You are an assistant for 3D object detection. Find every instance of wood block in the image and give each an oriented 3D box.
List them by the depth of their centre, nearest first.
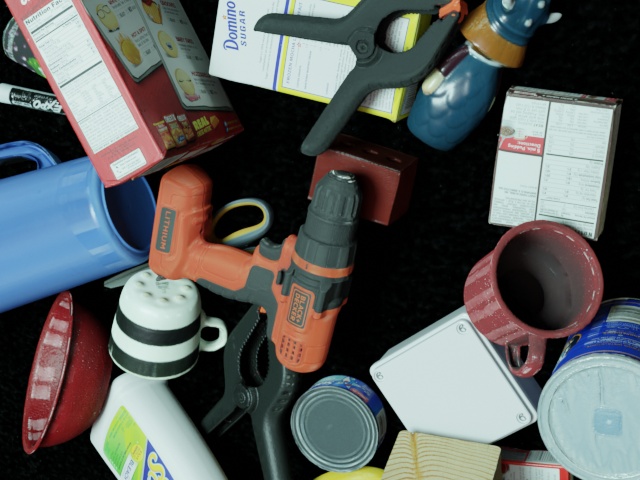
[{"bbox_3d":[0.105,0.273,0.915,0.090,0.090,0.206,7,128,20],"label":"wood block"}]

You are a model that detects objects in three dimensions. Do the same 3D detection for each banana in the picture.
[{"bbox_3d":[0.002,0.264,1.021,0.198,0.037,0.069,-36,89,26],"label":"banana"}]

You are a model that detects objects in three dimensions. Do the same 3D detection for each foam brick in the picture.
[{"bbox_3d":[0.037,-0.053,0.908,0.078,0.053,0.051,19,111,16],"label":"foam brick"}]

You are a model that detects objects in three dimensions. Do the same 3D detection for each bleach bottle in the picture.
[{"bbox_3d":[-0.121,0.239,0.997,0.251,0.067,0.103,45,123,31],"label":"bleach bottle"}]

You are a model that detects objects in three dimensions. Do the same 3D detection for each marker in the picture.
[{"bbox_3d":[-0.256,-0.132,1.024,0.121,0.020,0.020,13,109,19],"label":"marker"}]

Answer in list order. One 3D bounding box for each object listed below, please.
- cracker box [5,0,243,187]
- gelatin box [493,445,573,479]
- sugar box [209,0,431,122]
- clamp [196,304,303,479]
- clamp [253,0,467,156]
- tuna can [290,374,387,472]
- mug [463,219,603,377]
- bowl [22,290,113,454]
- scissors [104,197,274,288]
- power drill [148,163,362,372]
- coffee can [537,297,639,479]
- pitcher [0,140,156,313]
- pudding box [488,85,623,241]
[{"bbox_3d":[-0.169,-0.162,0.900,0.072,0.164,0.213,-26,94,24],"label":"cracker box"},{"bbox_3d":[0.177,0.221,0.942,0.089,0.030,0.073,1,106,22],"label":"gelatin box"},{"bbox_3d":[-0.002,-0.166,0.897,0.176,0.048,0.093,18,110,20],"label":"sugar box"},{"bbox_3d":[-0.055,0.153,0.991,0.165,0.036,0.210,32,112,40],"label":"clamp"},{"bbox_3d":[0.036,-0.139,0.839,0.172,0.039,0.120,-12,98,24],"label":"clamp"},{"bbox_3d":[0.018,0.169,0.989,0.086,0.033,0.086,6,107,21],"label":"tuna can"},{"bbox_3d":[0.164,0.051,0.847,0.093,0.082,0.117,6,73,-11],"label":"mug"},{"bbox_3d":[-0.243,0.132,1.043,0.055,0.162,0.162,16,115,-23],"label":"bowl"},{"bbox_3d":[-0.114,0.031,1.014,0.202,0.016,0.096,-34,91,27],"label":"scissors"},{"bbox_3d":[-0.056,0.001,0.915,0.188,0.057,0.184,26,116,26],"label":"power drill"},{"bbox_3d":[0.231,0.113,0.827,0.103,0.140,0.103,6,107,20],"label":"coffee can"},{"bbox_3d":[-0.281,-0.013,1.017,0.243,0.145,0.149,-15,111,21],"label":"pitcher"},{"bbox_3d":[0.187,-0.062,0.853,0.090,0.039,0.113,10,110,19],"label":"pudding box"}]
